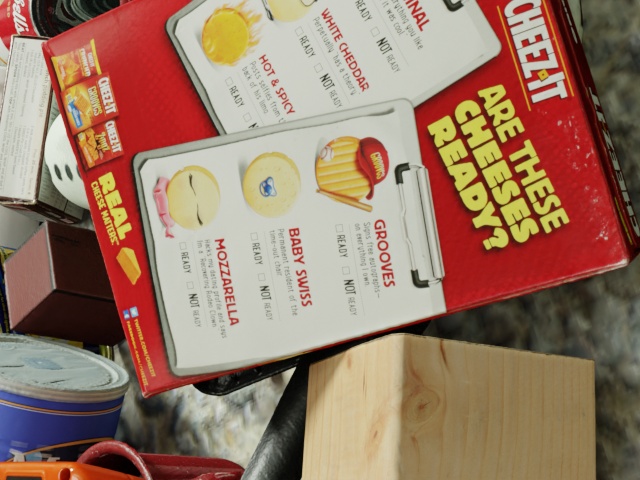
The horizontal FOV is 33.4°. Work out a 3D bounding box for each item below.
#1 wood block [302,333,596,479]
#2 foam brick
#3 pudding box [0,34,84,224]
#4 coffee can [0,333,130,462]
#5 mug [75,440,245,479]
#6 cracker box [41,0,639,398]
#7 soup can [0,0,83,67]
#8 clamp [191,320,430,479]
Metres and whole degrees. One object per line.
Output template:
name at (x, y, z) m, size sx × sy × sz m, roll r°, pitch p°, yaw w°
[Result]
wood block at (0.045, 0.148, 0.408) m, size 0.090 × 0.090 × 0.206 m, roll 148°, pitch 128°, yaw -63°
foam brick at (-0.150, 0.028, 0.672) m, size 0.051 × 0.078 × 0.053 m, roll -39°, pitch 52°, yaw 32°
pudding box at (-0.186, -0.072, 0.725) m, size 0.039 × 0.090 × 0.113 m, roll 4°, pitch 83°, yaw 8°
coffee can at (-0.175, 0.135, 0.613) m, size 0.103 × 0.102 × 0.140 m, roll 20°, pitch 98°, yaw 46°
mug at (-0.074, 0.149, 0.559) m, size 0.117 × 0.081 × 0.093 m, roll -40°, pitch 54°, yaw 32°
cracker box at (0.005, -0.040, 0.446) m, size 0.214 × 0.072 × 0.164 m, roll -18°, pitch 87°, yaw 23°
soup can at (-0.209, -0.160, 0.788) m, size 0.102 × 0.068 × 0.068 m, roll -1°, pitch 79°, yaw 46°
clamp at (-0.001, 0.045, 0.526) m, size 0.171 × 0.039 × 0.120 m, roll -49°, pitch 37°, yaw 0°
